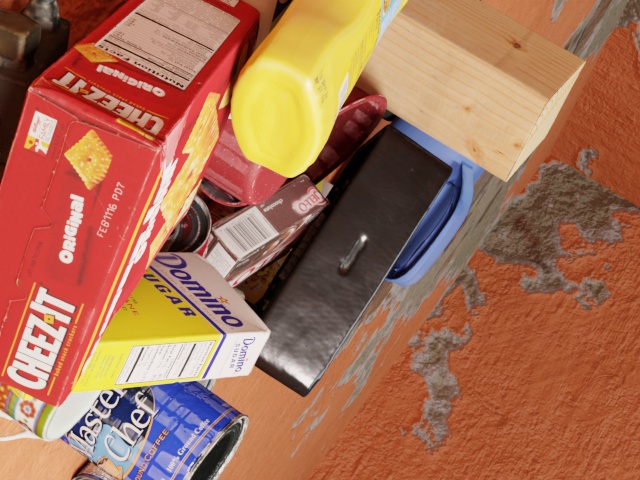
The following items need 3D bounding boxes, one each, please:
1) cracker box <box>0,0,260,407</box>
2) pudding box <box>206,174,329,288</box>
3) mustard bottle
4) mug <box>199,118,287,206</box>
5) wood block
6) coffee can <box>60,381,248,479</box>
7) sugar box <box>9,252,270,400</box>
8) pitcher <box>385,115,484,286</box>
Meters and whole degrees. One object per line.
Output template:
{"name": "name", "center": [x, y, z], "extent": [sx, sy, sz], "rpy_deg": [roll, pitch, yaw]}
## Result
{"name": "cracker box", "center": [-0.108, -0.038, 0.582], "extent": [0.213, 0.072, 0.164], "rpy_deg": [-71, -173, -60]}
{"name": "pudding box", "center": [-0.056, 0.001, 0.882], "extent": [0.113, 0.039, 0.090], "rpy_deg": [-31, 167, -39]}
{"name": "mustard bottle", "center": [0.013, -0.134, 0.640], "extent": [0.096, 0.058, 0.191], "rpy_deg": [101, 16, -57]}
{"name": "mug", "center": [-0.063, -0.070, 0.773], "extent": [0.093, 0.081, 0.117], "rpy_deg": [-44, 162, -45]}
{"name": "wood block", "center": [0.104, -0.154, 0.909], "extent": [0.090, 0.206, 0.090], "rpy_deg": [-43, 161, -44]}
{"name": "coffee can", "center": [-0.144, 0.144, 0.859], "extent": [0.102, 0.140, 0.103], "rpy_deg": [-53, 166, -19]}
{"name": "sugar box", "center": [-0.125, 0.047, 0.665], "extent": [0.175, 0.093, 0.048], "rpy_deg": [-3, 128, -46]}
{"name": "pitcher", "center": [0.115, -0.073, 1.208], "extent": [0.243, 0.149, 0.144], "rpy_deg": [-52, 173, 17]}
